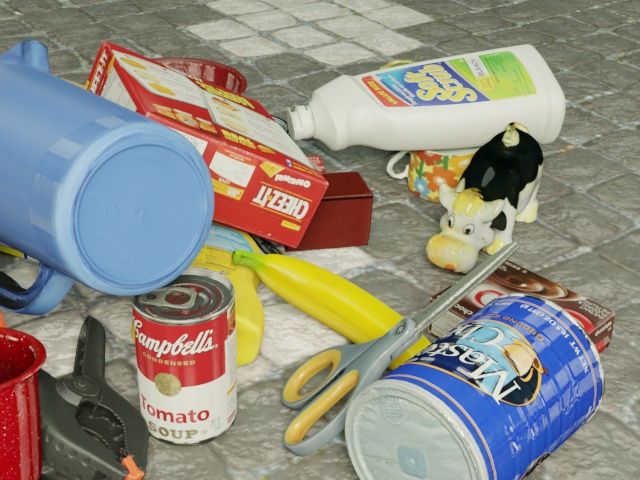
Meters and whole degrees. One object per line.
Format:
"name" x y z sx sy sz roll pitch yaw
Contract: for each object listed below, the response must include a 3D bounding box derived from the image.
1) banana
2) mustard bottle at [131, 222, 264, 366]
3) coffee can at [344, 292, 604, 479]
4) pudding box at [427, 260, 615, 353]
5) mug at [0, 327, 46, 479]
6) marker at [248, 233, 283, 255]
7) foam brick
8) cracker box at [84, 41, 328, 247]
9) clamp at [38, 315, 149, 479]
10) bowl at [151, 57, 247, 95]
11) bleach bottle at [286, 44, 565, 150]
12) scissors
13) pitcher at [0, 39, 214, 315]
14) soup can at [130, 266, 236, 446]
"banana" 0.023 0.061 0.800 0.198 0.037 0.069 30 23 22
"mustard bottle" -0.094 0.025 0.853 0.096 0.058 0.191 8 28 -8
"coffee can" 0.099 0.106 0.671 0.103 0.103 0.140 24 36 35
"pudding box" 0.152 0.063 0.815 0.114 0.039 0.089 26 38 38
"mug" -0.213 0.102 0.625 0.117 0.081 0.093 17 24 37
"marker" -0.056 0.001 0.939 0.020 0.020 0.121 -13 32 -24
"foam brick" 0.003 -0.027 0.958 0.078 0.051 0.053 -4 29 -10
"cracker box" -0.107 -0.086 0.915 0.164 0.072 0.214 19 16 -27
"clamp" -0.160 0.104 0.711 0.172 0.039 0.120 43 33 26
"bowl" -0.160 -0.147 1.163 0.162 0.055 0.162 1 29 -1
"bleach bottle" 0.095 -0.123 1.009 0.250 0.068 0.102 -10 51 -11
"scissors" 0.044 0.064 0.729 0.201 0.016 0.096 -46 24 -8
"pitcher" -0.179 -0.035 0.726 0.144 0.149 0.243 -36 33 -23
"soup can" -0.090 0.078 0.716 0.068 0.102 0.068 1 29 -1
